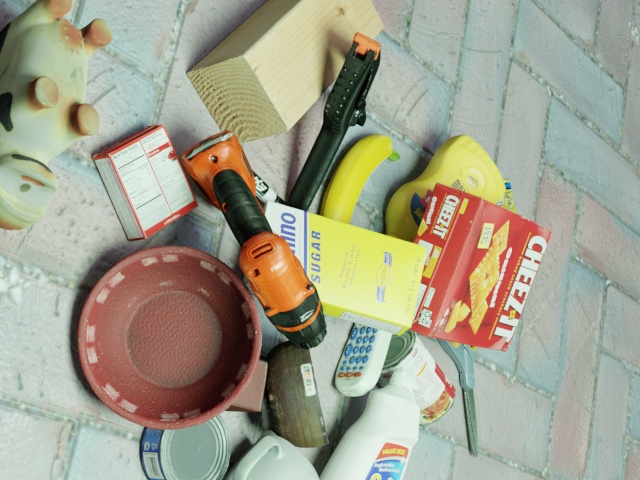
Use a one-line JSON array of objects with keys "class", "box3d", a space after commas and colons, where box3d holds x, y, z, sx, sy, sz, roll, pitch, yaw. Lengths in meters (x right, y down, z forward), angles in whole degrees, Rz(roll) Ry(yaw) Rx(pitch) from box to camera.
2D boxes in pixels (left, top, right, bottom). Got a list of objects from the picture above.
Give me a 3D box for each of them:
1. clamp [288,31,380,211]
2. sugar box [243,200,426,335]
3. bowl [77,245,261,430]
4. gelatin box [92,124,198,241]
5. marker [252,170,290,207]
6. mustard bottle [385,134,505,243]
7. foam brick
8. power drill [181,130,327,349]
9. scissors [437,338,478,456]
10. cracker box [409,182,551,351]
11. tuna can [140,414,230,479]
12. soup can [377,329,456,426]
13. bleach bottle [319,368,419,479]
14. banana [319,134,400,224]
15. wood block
[{"class": "clamp", "box3d": [0.021, -0.130, 1.119, 0.036, 0.210, 0.164, 27, 62, 5]}, {"class": "sugar box", "box3d": [0.015, 0.029, 1.102, 0.176, 0.048, 0.093, 16, 69, -9]}, {"class": "bowl", "box3d": [-0.134, 0.087, 0.960, 0.162, 0.055, 0.162, 0, 83, -4]}, {"class": "gelatin box", "box3d": [-0.164, -0.055, 0.999, 0.073, 0.030, 0.089, -37, 111, -42]}, {"class": "marker", "box3d": [-0.071, -0.062, 1.107, 0.121, 0.020, 0.020, 44, 55, -35]}, {"class": "mustard bottle", "box3d": [0.134, -0.034, 1.277, 0.191, 0.058, 0.096, -44, 109, -21]}, {"class": "foam brick", "box3d": [-0.097, 0.133, 1.029, 0.078, 0.053, 0.051, 24, 68, -44]}, {"class": "power drill", "box3d": [-0.057, 0.001, 1.004, 0.188, 0.057, 0.184, 59, -5, 31]}, {"class": "scissors", "box3d": [0.174, 0.167, 1.347, 0.096, 0.016, 0.202, 17, 72, -43]}, {"class": "cracker box", "box3d": [0.178, 0.037, 1.239, 0.213, 0.072, 0.164, 17, 95, -55]}, {"class": "tuna can", "box3d": [-0.127, 0.196, 1.003, 0.085, 0.034, 0.086, 8, 79, -47]}, {"class": "soup can", "box3d": [0.104, 0.156, 1.233, 0.102, 0.069, 0.068, 54, 50, -28]}, {"class": "bleach bottle", "box3d": [0.042, 0.251, 1.128, 0.102, 0.068, 0.250, 41, 65, -41]}, {"class": "banana", "box3d": [0.041, -0.063, 1.216, 0.069, 0.037, 0.197, 56, 49, -26]}, {"class": "wood block", "box3d": [-0.032, -0.199, 1.116, 0.205, 0.090, 0.090, -51, 120, -38]}]
